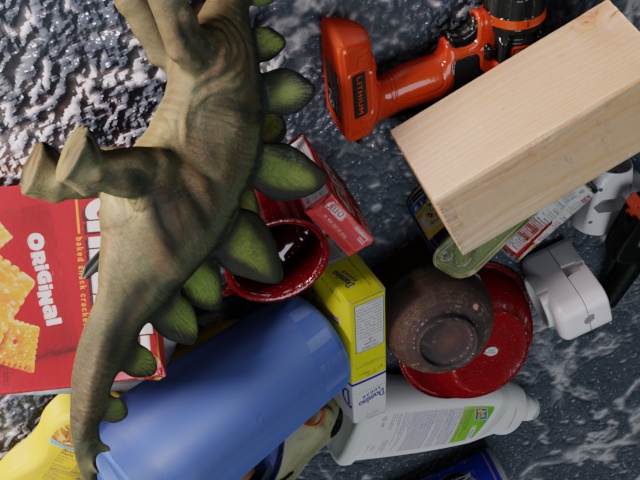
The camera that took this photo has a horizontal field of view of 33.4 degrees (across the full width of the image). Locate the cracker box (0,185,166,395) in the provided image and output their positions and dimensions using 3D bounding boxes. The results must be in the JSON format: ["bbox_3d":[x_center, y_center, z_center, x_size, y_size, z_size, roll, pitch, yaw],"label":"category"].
[{"bbox_3d":[-0.238,0.040,0.849,0.213,0.164,0.072,-4,175,-17],"label":"cracker box"}]

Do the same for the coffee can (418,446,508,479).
[{"bbox_3d":[0.166,0.327,1.299,0.140,0.103,0.102,-25,134,1],"label":"coffee can"}]

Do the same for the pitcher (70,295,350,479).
[{"bbox_3d":[-0.088,0.163,0.971,0.242,0.145,0.149,-35,160,-25],"label":"pitcher"}]

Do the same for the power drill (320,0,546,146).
[{"bbox_3d":[0.096,-0.162,0.874,0.187,0.057,0.184,-14,133,-10],"label":"power drill"}]

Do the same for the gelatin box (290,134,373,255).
[{"bbox_3d":[0.006,-0.039,0.924,0.030,0.089,0.073,-35,133,10],"label":"gelatin box"}]

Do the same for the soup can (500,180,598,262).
[{"bbox_3d":[0.205,-0.037,1.020,0.102,0.068,0.068,-44,131,17],"label":"soup can"}]

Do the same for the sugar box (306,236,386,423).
[{"bbox_3d":[0.024,0.089,1.038,0.048,0.093,0.176,-20,134,-20],"label":"sugar box"}]

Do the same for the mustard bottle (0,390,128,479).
[{"bbox_3d":[-0.234,0.191,1.052,0.096,0.058,0.192,24,117,-37],"label":"mustard bottle"}]

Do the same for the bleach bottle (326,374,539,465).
[{"bbox_3d":[0.135,0.197,1.203,0.250,0.068,0.103,3,128,-27],"label":"bleach bottle"}]

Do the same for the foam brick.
[{"bbox_3d":[0.092,0.044,1.057,0.078,0.051,0.053,-38,132,13],"label":"foam brick"}]

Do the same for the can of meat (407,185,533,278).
[{"bbox_3d":[0.135,-0.031,0.987,0.057,0.084,0.102,27,115,-37],"label":"can of meat"}]

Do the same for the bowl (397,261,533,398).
[{"bbox_3d":[0.162,0.105,1.107,0.161,0.055,0.162,-9,115,-20],"label":"bowl"}]

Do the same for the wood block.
[{"bbox_3d":[0.176,-0.091,0.876,0.206,0.091,0.090,-31,140,5],"label":"wood block"}]

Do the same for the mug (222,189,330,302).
[{"bbox_3d":[-0.056,0.001,0.940,0.117,0.081,0.093,-42,131,16],"label":"mug"}]
